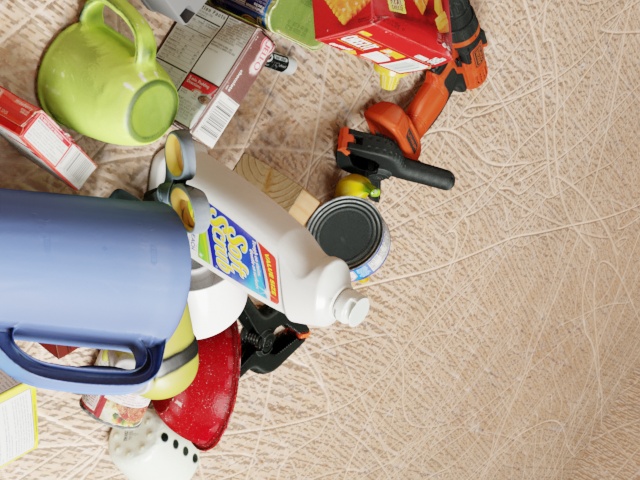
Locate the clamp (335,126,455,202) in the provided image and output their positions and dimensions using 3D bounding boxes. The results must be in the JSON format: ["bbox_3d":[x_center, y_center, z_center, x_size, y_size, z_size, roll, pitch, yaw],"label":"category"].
[{"bbox_3d":[0.066,-0.086,1.275,0.171,0.120,0.039,26,56,-39],"label":"clamp"}]

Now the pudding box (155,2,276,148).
[{"bbox_3d":[-0.106,-0.152,0.954,0.113,0.090,0.039,-57,147,-3],"label":"pudding box"}]

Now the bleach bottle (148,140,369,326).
[{"bbox_3d":[-0.057,0.001,0.998,0.067,0.251,0.103,-24,134,-44],"label":"bleach bottle"}]

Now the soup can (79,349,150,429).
[{"bbox_3d":[-0.196,0.132,1.089,0.068,0.069,0.102,9,108,-57],"label":"soup can"}]

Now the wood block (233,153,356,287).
[{"bbox_3d":[-0.028,-0.006,1.190,0.091,0.090,0.205,-57,149,-2],"label":"wood block"}]

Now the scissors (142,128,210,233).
[{"bbox_3d":[-0.135,-0.059,0.937,0.016,0.202,0.096,-11,109,-22],"label":"scissors"}]

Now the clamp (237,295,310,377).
[{"bbox_3d":[-0.077,0.108,1.267,0.209,0.036,0.165,-13,120,-56],"label":"clamp"}]

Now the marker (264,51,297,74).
[{"bbox_3d":[-0.064,-0.183,1.054,0.120,0.020,0.020,5,112,-56],"label":"marker"}]

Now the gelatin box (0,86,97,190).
[{"bbox_3d":[-0.229,-0.085,0.851,0.030,0.073,0.089,-53,148,-11],"label":"gelatin box"}]

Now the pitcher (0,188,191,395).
[{"bbox_3d":[-0.231,0.029,0.839,0.242,0.149,0.145,7,104,-39],"label":"pitcher"}]

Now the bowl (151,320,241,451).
[{"bbox_3d":[-0.140,0.140,1.129,0.055,0.162,0.162,10,111,-26],"label":"bowl"}]

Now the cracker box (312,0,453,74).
[{"bbox_3d":[0.057,-0.279,1.000,0.163,0.072,0.214,7,78,-57],"label":"cracker box"}]

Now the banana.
[{"bbox_3d":[0.041,-0.023,1.298,0.037,0.070,0.198,-16,148,-10],"label":"banana"}]

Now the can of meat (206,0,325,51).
[{"bbox_3d":[-0.044,-0.221,0.989,0.101,0.084,0.057,10,108,-57],"label":"can of meat"}]

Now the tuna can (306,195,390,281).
[{"bbox_3d":[0.029,-0.001,1.104,0.086,0.086,0.033,-54,150,-8],"label":"tuna can"}]

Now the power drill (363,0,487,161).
[{"bbox_3d":[0.131,-0.196,1.285,0.187,0.057,0.184,-52,148,-12],"label":"power drill"}]

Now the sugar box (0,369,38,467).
[{"bbox_3d":[-0.339,0.184,0.954,0.175,0.048,0.093,-24,135,-38],"label":"sugar box"}]
